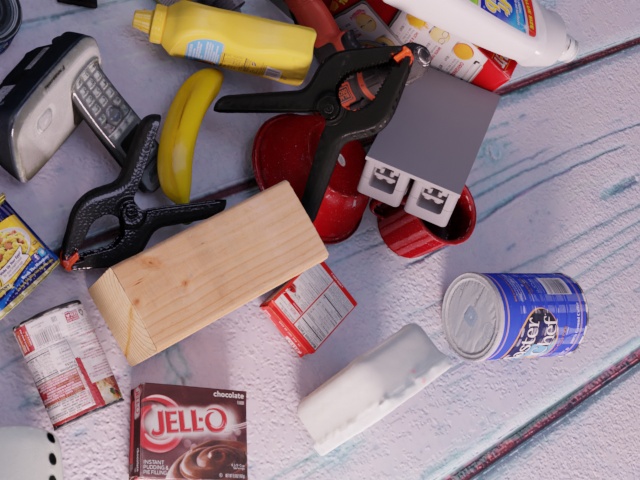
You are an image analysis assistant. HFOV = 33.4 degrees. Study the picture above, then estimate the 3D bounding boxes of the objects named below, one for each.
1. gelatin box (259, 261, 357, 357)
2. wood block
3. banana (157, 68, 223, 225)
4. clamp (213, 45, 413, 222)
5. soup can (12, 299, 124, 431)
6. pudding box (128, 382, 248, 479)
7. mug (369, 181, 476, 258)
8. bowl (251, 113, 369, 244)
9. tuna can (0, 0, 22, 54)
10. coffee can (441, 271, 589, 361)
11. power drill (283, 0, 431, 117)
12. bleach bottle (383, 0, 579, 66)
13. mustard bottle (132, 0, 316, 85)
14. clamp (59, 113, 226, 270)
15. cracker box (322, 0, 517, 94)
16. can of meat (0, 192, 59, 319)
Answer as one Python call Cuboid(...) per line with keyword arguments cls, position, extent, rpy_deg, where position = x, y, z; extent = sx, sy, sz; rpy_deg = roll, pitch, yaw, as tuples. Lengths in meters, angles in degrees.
Cuboid(cls="gelatin box", position=(-0.013, 0.070, 1.147), extent=(0.073, 0.030, 0.089), rpy_deg=(51, 54, -9))
Cuboid(cls="wood block", position=(-0.108, 0.031, 1.046), extent=(0.205, 0.091, 0.090), rpy_deg=(-29, 89, -30))
Cuboid(cls="banana", position=(-0.138, -0.116, 1.115), extent=(0.037, 0.069, 0.197), rpy_deg=(3, 60, 12))
Cuboid(cls="clamp", position=(0.013, -0.123, 1.107), extent=(0.164, 0.210, 0.036), rpy_deg=(61, 9, 4))
Cuboid(cls="soup can", position=(-0.229, 0.113, 0.967), extent=(0.068, 0.069, 0.102), rpy_deg=(-21, 85, -36))
Cuboid(cls="pudding box", position=(-0.127, 0.187, 1.024), extent=(0.113, 0.039, 0.090), rpy_deg=(10, 67, -30))
Cuboid(cls="mug", position=(0.109, -0.030, 1.230), extent=(0.117, 0.082, 0.093), rpy_deg=(14, 66, -29))
Cuboid(cls="bowl", position=(0.004, -0.079, 1.181), extent=(0.161, 0.055, 0.162), rpy_deg=(21, 56, -34))
Cuboid(cls="tuna can", position=(-0.336, -0.222, 1.041), extent=(0.086, 0.034, 0.086), rpy_deg=(12, 67, -29))
Cuboid(cls="coffee can", position=(0.228, 0.088, 1.251), extent=(0.140, 0.103, 0.103), rpy_deg=(1, 72, -33))
Cuboid(cls="power drill", position=(0.025, -0.235, 1.176), extent=(0.057, 0.185, 0.187), rpy_deg=(-28, 96, -40))
Cuboid(cls="bleach bottle", position=(0.184, -0.261, 1.170), extent=(0.250, 0.068, 0.102), rpy_deg=(19, 63, -28))
Cuboid(cls="mustard bottle", position=(-0.105, -0.216, 1.144), extent=(0.191, 0.096, 0.058), rpy_deg=(11, 82, -9))
Cuboid(cls="clamp", position=(-0.187, -0.039, 1.033), extent=(0.171, 0.039, 0.120), rpy_deg=(-33, 99, -18))
Cuboid(cls="cracker box", position=(0.109, -0.246, 1.258), extent=(0.213, 0.164, 0.072), rpy_deg=(40, 56, -13))
Cuboid(cls="can of meat", position=(-0.298, 0.021, 0.963), extent=(0.084, 0.058, 0.102), rpy_deg=(49, 55, -11))
